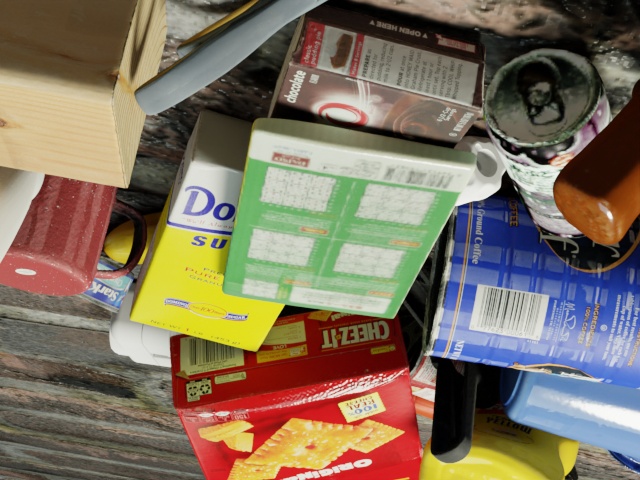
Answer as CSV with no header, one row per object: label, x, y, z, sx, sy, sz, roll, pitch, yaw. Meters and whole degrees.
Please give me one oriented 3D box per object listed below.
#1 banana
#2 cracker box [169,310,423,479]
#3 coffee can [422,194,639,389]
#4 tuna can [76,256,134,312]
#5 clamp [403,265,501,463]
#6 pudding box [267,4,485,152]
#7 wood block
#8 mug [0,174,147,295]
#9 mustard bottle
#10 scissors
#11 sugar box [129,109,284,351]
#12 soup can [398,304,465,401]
banana,-0.077,0.003,0.751,0.198,0.037,0.069,3,157,18
cracker box,-0.008,0.144,0.804,0.164,0.072,0.213,-10,138,2
coffee can,0.138,0.029,0.630,0.140,0.103,0.103,9,159,3
tuna can,-0.187,0.023,0.821,0.086,0.034,0.086,25,173,3
clamp,0.096,0.082,0.753,0.036,0.164,0.209,-24,156,20
pudding box,0.022,-0.066,0.524,0.090,0.039,0.114,12,159,-6
wood block,-0.179,-0.096,0.466,0.206,0.090,0.091,11,158,-2
mug,-0.169,-0.011,0.694,0.117,0.081,0.093,21,156,-28
mustard bottle,0.144,0.151,0.802,0.096,0.058,0.191,12,-168,19
scissors,-0.006,-0.094,0.414,0.202,0.096,0.016,-14,117,51
sugar box,-0.055,0.001,0.661,0.093,0.048,0.176,15,144,-12
soup can,0.101,0.100,0.880,0.102,0.068,0.069,22,156,-30
